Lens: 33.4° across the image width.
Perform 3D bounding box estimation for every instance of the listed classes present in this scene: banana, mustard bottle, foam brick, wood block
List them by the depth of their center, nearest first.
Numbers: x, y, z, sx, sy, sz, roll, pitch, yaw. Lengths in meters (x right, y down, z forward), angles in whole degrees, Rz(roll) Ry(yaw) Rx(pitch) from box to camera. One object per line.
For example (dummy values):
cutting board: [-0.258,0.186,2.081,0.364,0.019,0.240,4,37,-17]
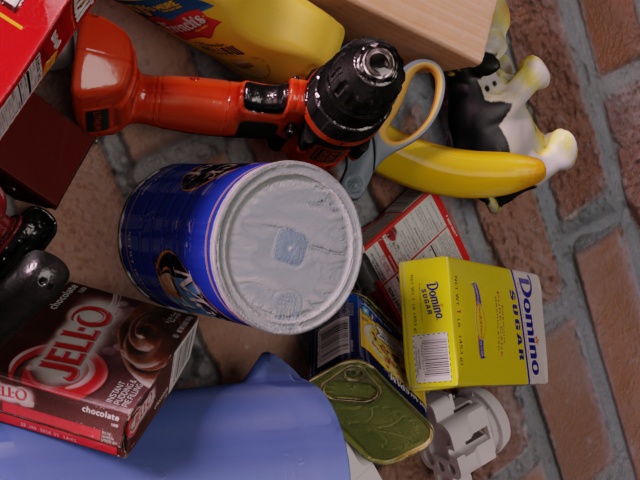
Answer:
foam brick: [-0.186,-0.061,0.635,0.078,0.053,0.051,39,72,-42]
mustard bottle: [-0.078,-0.154,0.659,0.191,0.096,0.058,24,81,-46]
wood block: [0.020,-0.196,0.747,0.205,0.090,0.091,18,83,-32]
banana: [0.072,-0.072,0.794,0.197,0.037,0.070,28,115,-13]

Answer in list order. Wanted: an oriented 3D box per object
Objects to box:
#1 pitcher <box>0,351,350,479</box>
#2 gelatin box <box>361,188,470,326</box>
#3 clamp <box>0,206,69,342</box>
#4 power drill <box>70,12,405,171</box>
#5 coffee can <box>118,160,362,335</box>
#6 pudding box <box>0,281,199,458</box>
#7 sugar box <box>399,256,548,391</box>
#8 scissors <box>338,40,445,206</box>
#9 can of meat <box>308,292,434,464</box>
pitcher: [-0.111,0.166,0.663,0.242,0.149,0.145,1,124,-30]
gelatin box: [0.066,0.011,0.827,0.089,0.030,0.073,-41,115,-25]
clamp: [-0.212,0.068,0.588,0.036,0.165,0.210,43,80,-18]
power drill: [-0.053,-0.088,0.645,0.187,0.185,0.057,9,77,-10]
coffee can: [-0.054,0.001,0.681,0.102,0.141,0.103,-2,95,-33]
pudding box: [-0.133,0.073,0.632,0.113,0.090,0.039,-59,162,-64]
sugar box: [0.121,0.066,0.810,0.175,0.048,0.093,8,76,-55]
scissors: [0.012,-0.057,0.758,0.096,0.016,0.201,38,83,-7]
can of meat: [0.034,0.097,0.773,0.102,0.058,0.084,46,25,-27]
